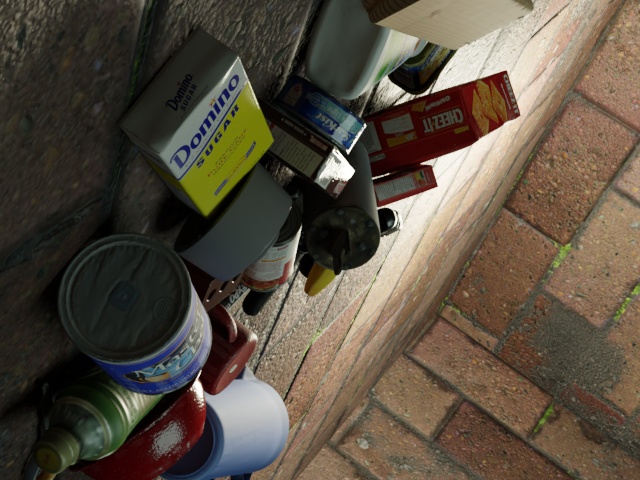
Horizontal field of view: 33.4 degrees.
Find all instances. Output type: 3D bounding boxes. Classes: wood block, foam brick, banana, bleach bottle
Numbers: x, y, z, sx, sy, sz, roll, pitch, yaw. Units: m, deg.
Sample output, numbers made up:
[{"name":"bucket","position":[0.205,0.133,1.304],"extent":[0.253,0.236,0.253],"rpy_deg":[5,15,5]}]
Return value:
[{"name":"wood block","position":[0.106,-0.233,0.928],"extent":[0.091,0.090,0.205],"rpy_deg":[-24,173,24]},{"name":"foam brick","position":[-0.112,0.030,1.034],"extent":[0.078,0.051,0.053],"rpy_deg":[-39,160,-51]},{"name":"banana","position":[0.021,-0.011,1.310],"extent":[0.069,0.037,0.198],"rpy_deg":[-19,143,-29]},{"name":"bleach bottle","position":[0.070,-0.214,1.045],"extent":[0.250,0.068,0.103],"rpy_deg":[-41,158,-58]}]

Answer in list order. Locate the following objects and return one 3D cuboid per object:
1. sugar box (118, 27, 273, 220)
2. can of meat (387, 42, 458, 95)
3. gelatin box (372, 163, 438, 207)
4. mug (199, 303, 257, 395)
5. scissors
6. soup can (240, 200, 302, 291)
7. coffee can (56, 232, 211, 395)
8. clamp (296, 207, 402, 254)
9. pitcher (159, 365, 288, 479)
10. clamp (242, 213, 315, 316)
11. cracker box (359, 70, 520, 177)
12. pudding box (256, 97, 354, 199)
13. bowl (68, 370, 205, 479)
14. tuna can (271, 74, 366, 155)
[{"name":"sugar box","position":[-0.090,-0.083,0.824],"extent":[0.093,0.048,0.176],"rpy_deg":[-52,169,-7]},{"name":"can of meat","position":[0.117,-0.226,1.203],"extent":[0.102,0.057,0.084],"rpy_deg":[-53,166,-5]},{"name":"gelatin box","position":[0.091,-0.065,1.230],"extent":[0.073,0.030,0.089],"rpy_deg":[-19,-174,-1]},{"name":"mug","position":[-0.119,0.105,1.142],"extent":[0.093,0.081,0.117],"rpy_deg":[-43,164,-42]},{"name":"scissors","position":[-0.241,0.167,1.004],"extent":[0.096,0.016,0.202],"rpy_deg":[-45,165,-45]},{"name":"soup can","position":[-0.057,0.001,1.127],"extent":[0.068,0.068,0.102],"rpy_deg":[-48,166,-28]},{"name":"coffee can","position":[-0.147,0.064,0.870],"extent":[0.102,0.103,0.140],"rpy_deg":[-51,168,-14]},{"name":"clamp","position":[0.038,-0.011,1.219],"extent":[0.171,0.120,0.039],"rpy_deg":[9,72,-78]},{"name":"pitcher","position":[-0.135,0.255,1.369],"extent":[0.145,0.149,0.242],"rpy_deg":[-44,166,7]},{"name":"clamp","position":[-0.023,-0.002,1.329],"extent":[0.164,0.036,0.210],"rpy_deg":[-36,156,-51]},{"name":"cracker box","position":[0.134,-0.138,1.275],"extent":[0.164,0.072,0.213],"rpy_deg":[-16,-175,26]},{"name":"pudding box","position":[-0.021,-0.083,0.983],"extent":[0.039,0.090,0.113],"rpy_deg":[-56,167,-1]},{"name":"bowl","position":[-0.169,0.195,1.065],"extent":[0.162,0.055,0.162],"rpy_deg":[-36,-172,6]},{"name":"tuna can","position":[-0.001,-0.116,0.981],"extent":[0.034,0.086,0.086],"rpy_deg":[-56,168,1]}]
